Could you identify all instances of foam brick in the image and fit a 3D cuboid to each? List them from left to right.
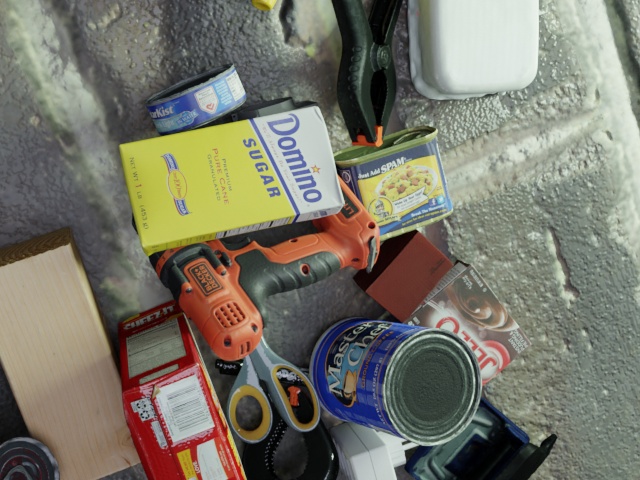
[{"bbox_3d":[0.079,0.030,1.026,0.053,0.051,0.078,42,89,-17],"label":"foam brick"}]

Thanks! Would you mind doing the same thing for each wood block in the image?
[{"bbox_3d":[-0.229,0.103,0.947,0.090,0.090,0.206,-20,104,-9],"label":"wood block"}]

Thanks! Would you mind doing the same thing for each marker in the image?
[{"bbox_3d":[-0.042,0.128,1.031,0.121,0.020,0.020,11,97,-15],"label":"marker"}]

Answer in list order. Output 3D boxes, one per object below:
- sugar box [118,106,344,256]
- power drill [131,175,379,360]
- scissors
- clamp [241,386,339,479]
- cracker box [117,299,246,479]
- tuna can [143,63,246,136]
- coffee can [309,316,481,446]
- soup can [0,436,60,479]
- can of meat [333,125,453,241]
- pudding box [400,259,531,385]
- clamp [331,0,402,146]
[{"bbox_3d":[-0.075,-0.052,0.911,0.176,0.048,0.093,-14,82,-8],"label":"sugar box"},{"bbox_3d":[-0.056,0.001,0.956,0.187,0.057,0.184,-27,60,-19],"label":"power drill"},{"bbox_3d":[-0.078,0.103,1.001,0.096,0.016,0.202,-36,89,0],"label":"scissors"},{"bbox_3d":[-0.042,0.245,1.006,0.165,0.036,0.210,-5,70,11],"label":"clamp"},{"bbox_3d":[-0.118,0.159,0.918,0.072,0.214,0.164,-20,104,-8],"label":"cracker box"},{"bbox_3d":[-0.109,-0.123,0.936,0.086,0.086,0.034,-25,107,-8],"label":"tuna can"},{"bbox_3d":[0.066,0.126,0.982,0.102,0.141,0.103,0,90,-27],"label":"coffee can"},{"bbox_3d":[-0.278,0.209,0.906,0.068,0.102,0.068,22,58,-40],"label":"soup can"},{"bbox_3d":[0.069,-0.053,1.006,0.102,0.057,0.084,-19,106,-9],"label":"can of meat"},{"bbox_3d":[0.140,0.088,1.057,0.090,0.039,0.113,-40,106,-3],"label":"pudding box"},{"bbox_3d":[0.048,-0.174,0.969,0.120,0.039,0.171,-26,121,-46],"label":"clamp"}]
